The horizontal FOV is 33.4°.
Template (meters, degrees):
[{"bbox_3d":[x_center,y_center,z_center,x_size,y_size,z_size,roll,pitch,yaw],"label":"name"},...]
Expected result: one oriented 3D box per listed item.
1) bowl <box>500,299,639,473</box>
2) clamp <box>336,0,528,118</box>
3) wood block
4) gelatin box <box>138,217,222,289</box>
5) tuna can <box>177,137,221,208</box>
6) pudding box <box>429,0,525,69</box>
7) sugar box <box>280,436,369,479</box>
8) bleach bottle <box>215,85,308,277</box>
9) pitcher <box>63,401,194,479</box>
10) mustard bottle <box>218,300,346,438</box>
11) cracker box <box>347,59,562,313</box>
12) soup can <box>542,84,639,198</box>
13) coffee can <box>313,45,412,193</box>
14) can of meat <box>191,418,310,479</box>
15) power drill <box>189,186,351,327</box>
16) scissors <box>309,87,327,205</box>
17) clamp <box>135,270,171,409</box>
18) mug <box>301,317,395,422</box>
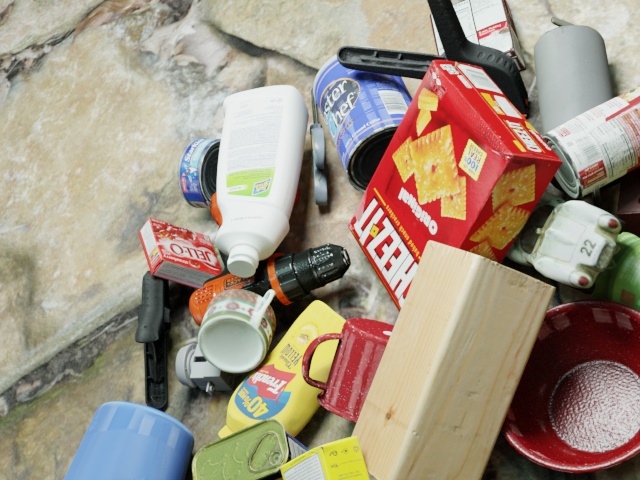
[{"bbox_3d":[0.234,0.134,0.930,0.162,0.055,0.162,-17,52,22],"label":"bowl"},{"bbox_3d":[0.142,-0.190,1.115,0.165,0.209,0.036,-39,34,56],"label":"clamp"},{"bbox_3d":[0.111,0.115,0.933,0.091,0.090,0.206,23,91,65],"label":"wood block"},{"bbox_3d":[-0.160,0.017,1.233,0.030,0.089,0.073,-51,41,25],"label":"gelatin box"},{"bbox_3d":[-0.132,-0.080,1.285,0.034,0.086,0.086,6,62,32],"label":"tuna can"},{"bbox_3d":[0.179,-0.231,1.230,0.090,0.039,0.113,-20,49,19],"label":"pudding box"},{"bbox_3d":[0.021,0.266,0.914,0.093,0.048,0.176,-44,59,57],"label":"sugar box"},{"bbox_3d":[-0.075,-0.063,1.168,0.103,0.068,0.250,-9,46,19],"label":"bleach bottle"},{"bbox_3d":[-0.205,0.286,1.048,0.149,0.145,0.242,10,60,14],"label":"pitcher"},{"bbox_3d":[-0.038,0.154,1.082,0.191,0.058,0.096,-48,36,-5],"label":"mustard bottle"},{"bbox_3d":[0.121,-0.043,1.039,0.214,0.072,0.164,-63,38,31],"label":"cracker box"},{"bbox_3d":[0.263,-0.090,0.975,0.102,0.068,0.068,-27,48,-2],"label":"soup can"},{"bbox_3d":[0.059,-0.135,1.193,0.103,0.102,0.140,-30,48,11],"label":"coffee can"},{"bbox_3d":[-0.058,0.225,1.028,0.102,0.083,0.057,-26,49,14],"label":"can of meat"},{"bbox_3d":[-0.058,0.001,1.181,0.184,0.057,0.187,-20,39,14],"label":"power drill"},{"bbox_3d":[-0.005,-0.133,1.248,0.016,0.096,0.202,-3,56,-2],"label":"scissors"},{"bbox_3d":[-0.186,0.088,1.190,0.039,0.120,0.171,-1,50,-9],"label":"clamp"},{"bbox_3d":[0.040,0.120,1.005,0.093,0.117,0.081,-125,49,-77],"label":"mug"}]
